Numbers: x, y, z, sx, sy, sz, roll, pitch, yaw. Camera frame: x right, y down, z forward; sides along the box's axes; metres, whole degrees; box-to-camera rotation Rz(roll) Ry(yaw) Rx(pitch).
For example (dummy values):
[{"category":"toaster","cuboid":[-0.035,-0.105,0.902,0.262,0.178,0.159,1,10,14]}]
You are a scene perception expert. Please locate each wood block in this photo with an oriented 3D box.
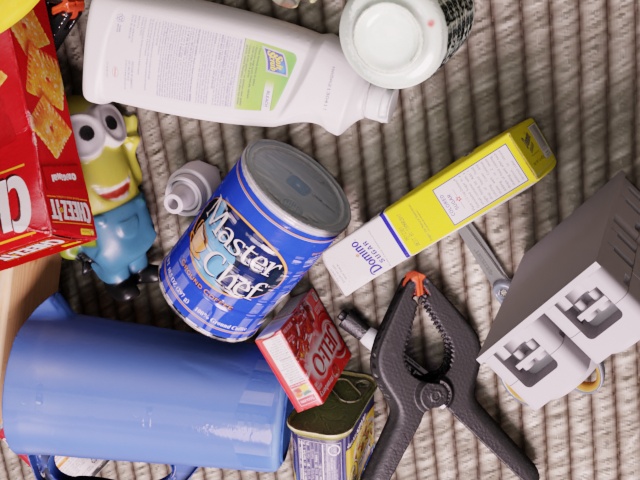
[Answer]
[{"category":"wood block","cuboid":[-0.301,0.053,0.977,0.090,0.090,0.206,12,99,15]}]

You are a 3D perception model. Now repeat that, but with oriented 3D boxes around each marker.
[{"category":"marker","cuboid":[0.064,0.101,0.924,0.121,0.020,0.020,38,119,3]}]

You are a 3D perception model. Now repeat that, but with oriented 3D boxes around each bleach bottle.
[{"category":"bleach bottle","cuboid":[-0.063,-0.132,0.855,0.251,0.068,0.103,16,116,12]}]

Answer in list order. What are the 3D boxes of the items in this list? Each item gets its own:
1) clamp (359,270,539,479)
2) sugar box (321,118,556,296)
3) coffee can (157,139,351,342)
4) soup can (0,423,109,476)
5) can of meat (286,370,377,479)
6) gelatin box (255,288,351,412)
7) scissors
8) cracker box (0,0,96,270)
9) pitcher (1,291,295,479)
[{"category":"clamp","cuboid":[0.102,0.129,0.891,0.164,0.036,0.210,-3,95,-10]},{"category":"sugar box","cuboid":[0.090,-0.026,0.814,0.176,0.093,0.048,-30,90,25]},{"category":"coffee can","cuboid":[-0.056,0.001,0.882,0.103,0.102,0.140,41,120,1]},{"category":"soup can","cuboid":[-0.264,0.202,1.066,0.102,0.068,0.069,44,119,-1]},{"category":"can of meat","cuboid":[0.013,0.175,0.929,0.057,0.102,0.084,6,116,20]},{"category":"gelatin box","cuboid":[-0.012,0.092,0.910,0.030,0.089,0.073,-24,101,26]},{"category":"scissors","cuboid":[0.145,0.058,0.877,0.202,0.016,0.096,44,125,6]},{"category":"cracker box","cuboid":[-0.287,-0.083,0.871,0.164,0.072,0.214,-17,81,21]},{"category":"pitcher","cuboid":[-0.147,0.147,0.946,0.243,0.145,0.149,7,144,5]}]
